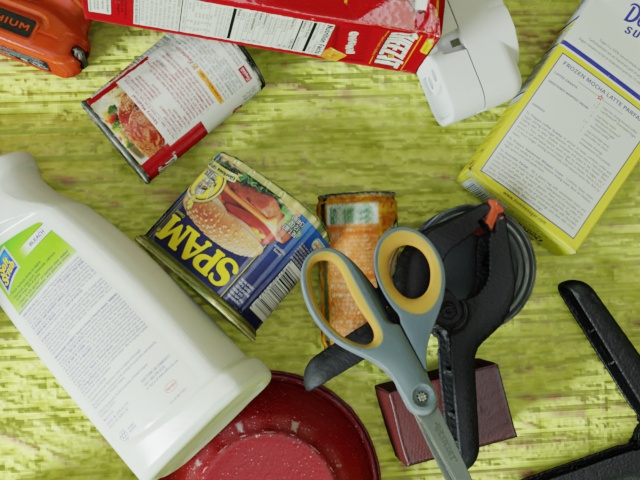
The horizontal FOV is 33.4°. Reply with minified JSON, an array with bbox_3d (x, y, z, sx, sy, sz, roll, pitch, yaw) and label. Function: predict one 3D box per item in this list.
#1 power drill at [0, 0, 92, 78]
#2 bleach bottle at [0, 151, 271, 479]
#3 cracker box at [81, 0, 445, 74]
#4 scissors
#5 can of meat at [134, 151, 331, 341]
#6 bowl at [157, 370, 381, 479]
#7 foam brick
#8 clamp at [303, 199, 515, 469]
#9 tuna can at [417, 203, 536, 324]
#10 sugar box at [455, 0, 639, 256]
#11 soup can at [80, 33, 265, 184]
[{"bbox_3d":[-0.188,-0.215,0.696,0.184,0.057,0.187,22,86,-3],"label":"power drill"},{"bbox_3d":[-0.149,0.025,0.669,0.103,0.068,0.251,-44,78,11],"label":"bleach bottle"},{"bbox_3d":[-0.028,-0.204,0.650,0.213,0.072,0.164,8,78,-8],"label":"cracker box"},{"bbox_3d":[0.069,0.076,0.639,0.096,0.016,0.202,-39,85,-14],"label":"scissors"},{"bbox_3d":[-0.054,0.001,0.686,0.102,0.057,0.084,36,81,33],"label":"can of meat"},{"bbox_3d":[-0.036,0.167,0.698,0.162,0.055,0.162,0,87,-6],"label":"bowl"},{"bbox_3d":[0.083,0.114,0.713,0.078,0.053,0.051,-14,89,-6],"label":"foam brick"},{"bbox_3d":[0.081,0.057,0.675,0.120,0.039,0.171,40,75,-10],"label":"clamp"},{"bbox_3d":[0.101,0.019,0.728,0.086,0.034,0.086,0,88,-6],"label":"tuna can"},{"bbox_3d":[0.182,-0.087,0.735,0.093,0.048,0.176,37,81,-3],"label":"sugar box"},{"bbox_3d":[-0.095,-0.095,0.696,0.102,0.068,0.068,-40,92,-6],"label":"soup can"}]
